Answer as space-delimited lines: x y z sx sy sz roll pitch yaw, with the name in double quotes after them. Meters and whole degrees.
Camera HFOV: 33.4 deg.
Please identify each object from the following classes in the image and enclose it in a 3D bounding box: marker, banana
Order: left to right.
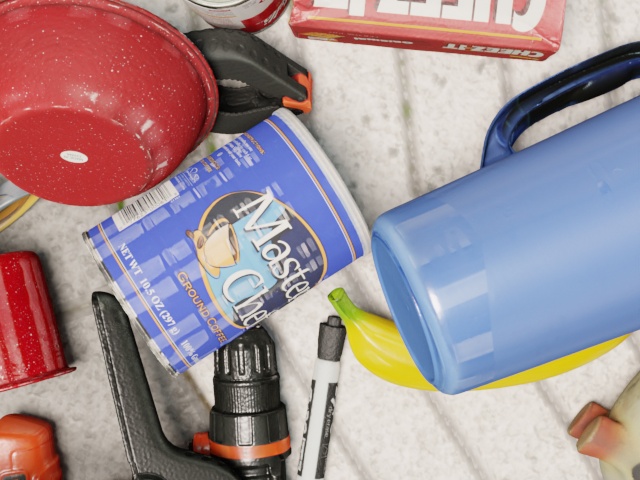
0.000 0.108 0.693 0.020 0.020 0.121 9 94 3 "marker"
0.103 0.064 0.665 0.198 0.037 0.070 0 131 -1 "banana"

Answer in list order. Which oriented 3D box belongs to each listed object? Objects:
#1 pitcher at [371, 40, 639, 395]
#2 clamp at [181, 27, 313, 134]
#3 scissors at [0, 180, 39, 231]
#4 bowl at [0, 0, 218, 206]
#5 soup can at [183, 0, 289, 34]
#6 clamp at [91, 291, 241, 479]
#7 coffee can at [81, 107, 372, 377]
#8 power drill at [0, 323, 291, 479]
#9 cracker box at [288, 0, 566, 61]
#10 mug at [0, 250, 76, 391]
0.152 -0.014 0.603 0.242 0.149 0.145 -21 106 -6 "pitcher"
-0.090 -0.106 0.647 0.171 0.120 0.039 -2 60 0 "clamp"
-0.264 0.019 0.671 0.202 0.096 0.016 -36 81 2 "scissors"
-0.141 -0.068 0.620 0.162 0.162 0.055 -2 56 4 "bowl"
-0.054 -0.163 0.636 0.068 0.102 0.068 0 93 3 "soup can"
-0.103 0.142 0.627 0.210 0.036 0.164 34 74 -9 "clamp"
-0.054 0.001 0.635 0.140 0.103 0.103 -33 91 -6 "coffee can"
-0.112 0.145 0.683 0.187 0.057 0.184 -3 94 4 "power drill"
0.072 -0.224 0.640 0.164 0.072 0.214 6 95 4 "cracker box"
-0.217 0.057 0.677 0.117 0.093 0.081 -16 87 41 "mug"
